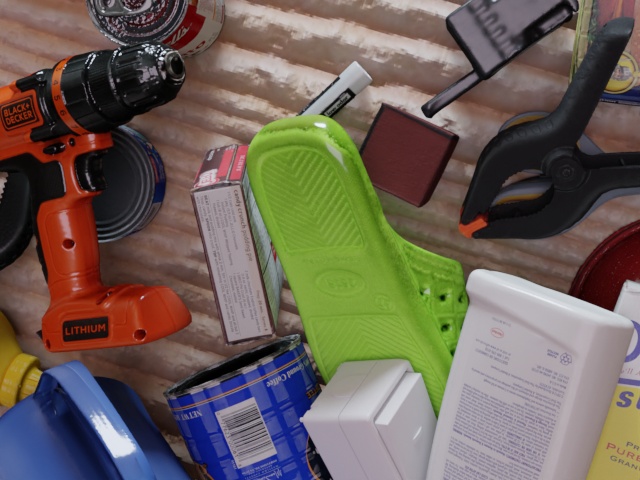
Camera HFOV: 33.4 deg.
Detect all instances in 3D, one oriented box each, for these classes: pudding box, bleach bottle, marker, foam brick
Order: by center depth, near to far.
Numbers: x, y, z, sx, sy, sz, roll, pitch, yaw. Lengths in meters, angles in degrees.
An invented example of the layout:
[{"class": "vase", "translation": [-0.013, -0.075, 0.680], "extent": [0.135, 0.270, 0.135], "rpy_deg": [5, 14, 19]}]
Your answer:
[{"class": "bleach bottle", "translation": [0.102, 0.151, 0.646], "extent": [0.103, 0.068, 0.251], "rpy_deg": [22, 97, 36]}, {"class": "foam brick", "translation": [0.057, -0.057, 0.710], "extent": [0.053, 0.078, 0.051], "rpy_deg": [26, 99, 8]}, {"class": "pudding box", "translation": [-0.055, 0.001, 0.715], "extent": [0.039, 0.090, 0.113], "rpy_deg": [-11, 110, 6]}, {"class": "marker", "translation": [-0.014, -0.078, 0.748], "extent": [0.121, 0.020, 0.020], "rpy_deg": [-41, 88, 10]}]

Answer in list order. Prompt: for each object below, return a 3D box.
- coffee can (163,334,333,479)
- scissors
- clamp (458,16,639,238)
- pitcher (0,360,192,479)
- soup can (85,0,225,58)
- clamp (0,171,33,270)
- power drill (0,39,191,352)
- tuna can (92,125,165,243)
[{"class": "coffee can", "translation": [-0.034, 0.149, 0.731], "extent": [0.103, 0.102, 0.140], "rpy_deg": [-22, 91, 10]}, {"class": "scissors", "translation": [0.207, -0.058, 0.717], "extent": [0.202, 0.016, 0.096], "rpy_deg": [-17, 92, 10]}, {"class": "clamp", "translation": [0.168, -0.047, 0.684], "extent": [0.120, 0.039, 0.172], "rpy_deg": [45, 120, -5]}, {"class": "pitcher", "translation": [-0.118, 0.198, 0.672], "extent": [0.145, 0.149, 0.243], "rpy_deg": [-51, 50, 2]}, {"class": "soup can", "translation": [-0.107, -0.159, 0.713], "extent": [0.068, 0.102, 0.068], "rpy_deg": [1, 95, 9]}, {"class": "clamp", "translation": [-0.278, 0.004, 0.758], "extent": [0.164, 0.036, 0.210], "rpy_deg": [27, 78, 8]}, {"class": "power drill", "translation": [-0.143, -0.026, 0.693], "extent": [0.185, 0.057, 0.187], "rpy_deg": [-10, 95, 37]}, {"class": "tuna can", "translation": [-0.155, -0.042, 0.767], "extent": [0.086, 0.033, 0.086], "rpy_deg": [1, 96, 9]}]
